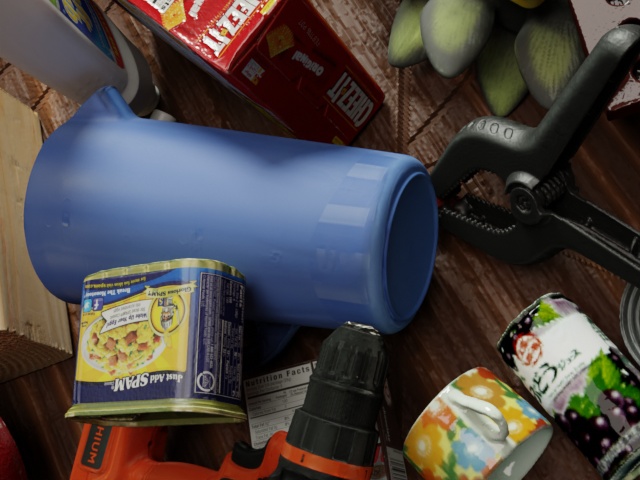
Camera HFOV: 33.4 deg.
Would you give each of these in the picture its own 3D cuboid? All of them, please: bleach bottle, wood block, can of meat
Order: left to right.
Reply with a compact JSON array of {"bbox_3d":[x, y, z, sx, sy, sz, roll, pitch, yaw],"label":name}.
[{"bbox_3d":[-0.255,-0.006,0.786,0.091,0.090,0.206,-21,66,15],"label":"wood block"},{"bbox_3d":[-0.185,-0.151,0.712,0.068,0.250,0.102,-30,65,11],"label":"bleach bottle"},{"bbox_3d":[-0.091,0.060,0.601,0.102,0.057,0.084,-8,72,29],"label":"can of meat"}]

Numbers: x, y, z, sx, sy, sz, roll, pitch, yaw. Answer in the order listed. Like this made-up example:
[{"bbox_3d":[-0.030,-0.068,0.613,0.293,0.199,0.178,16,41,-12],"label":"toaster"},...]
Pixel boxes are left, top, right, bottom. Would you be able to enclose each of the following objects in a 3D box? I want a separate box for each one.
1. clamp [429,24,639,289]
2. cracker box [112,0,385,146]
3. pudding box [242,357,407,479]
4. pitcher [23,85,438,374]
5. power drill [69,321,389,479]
[{"bbox_3d":[0.134,-0.021,0.610,0.036,0.210,0.164,-31,99,-30],"label":"clamp"},{"bbox_3d":[-0.074,-0.156,0.717,0.214,0.164,0.072,39,92,28],"label":"cracker box"},{"bbox_3d":[0.003,0.130,0.664,0.090,0.039,0.113,-17,65,18],"label":"pudding box"},{"bbox_3d":[-0.054,0.001,0.681,0.243,0.149,0.145,7,58,25],"label":"pitcher"},{"bbox_3d":[-0.055,0.122,0.629,0.188,0.057,0.184,13,84,35],"label":"power drill"}]
